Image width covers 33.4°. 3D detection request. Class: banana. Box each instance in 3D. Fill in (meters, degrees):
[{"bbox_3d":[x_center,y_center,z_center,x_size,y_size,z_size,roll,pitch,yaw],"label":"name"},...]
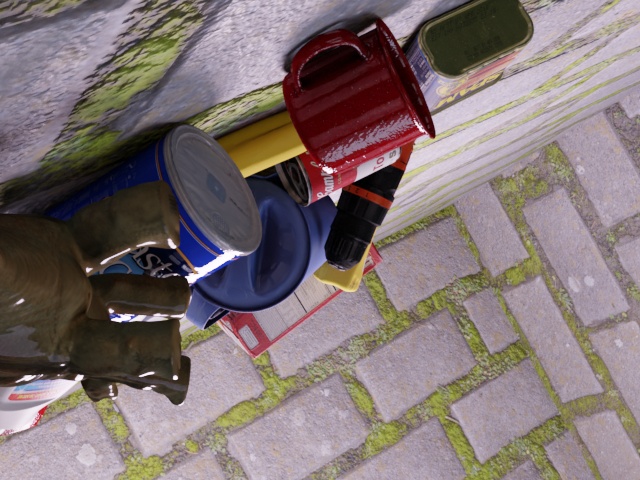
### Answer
[{"bbox_3d":[-0.054,-0.073,0.877,0.197,0.037,0.070,-26,175,-32],"label":"banana"}]

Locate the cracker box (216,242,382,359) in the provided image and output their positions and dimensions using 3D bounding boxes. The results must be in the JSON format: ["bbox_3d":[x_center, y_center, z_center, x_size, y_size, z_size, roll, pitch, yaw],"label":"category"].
[{"bbox_3d":[-0.051,0.040,1.401,0.213,0.072,0.164,-37,-151,-12],"label":"cracker box"}]

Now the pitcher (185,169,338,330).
[{"bbox_3d":[-0.057,0.001,1.122,0.149,0.145,0.242,-11,-178,12],"label":"pitcher"}]

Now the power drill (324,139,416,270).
[{"bbox_3d":[0.054,-0.057,1.119,0.187,0.057,0.184,-61,176,-89],"label":"power drill"}]

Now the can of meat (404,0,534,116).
[{"bbox_3d":[0.116,-0.154,0.878,0.102,0.057,0.084,-28,173,-16],"label":"can of meat"}]

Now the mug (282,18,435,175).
[{"bbox_3d":[0.021,-0.103,0.748,0.081,0.093,0.117,-24,146,15],"label":"mug"}]

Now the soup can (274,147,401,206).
[{"bbox_3d":[0.015,-0.083,0.983,0.102,0.068,0.069,-27,175,-18],"label":"soup can"}]

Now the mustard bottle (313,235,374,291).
[{"bbox_3d":[0.049,-0.038,1.269,0.096,0.058,0.192,-55,166,-85],"label":"mustard bottle"}]

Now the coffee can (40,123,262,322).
[{"bbox_3d":[-0.128,-0.005,0.769,0.140,0.103,0.102,-29,176,21],"label":"coffee can"}]

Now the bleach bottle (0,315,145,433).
[{"bbox_3d":[-0.256,0.107,1.036,0.102,0.068,0.251,10,130,-49],"label":"bleach bottle"}]
